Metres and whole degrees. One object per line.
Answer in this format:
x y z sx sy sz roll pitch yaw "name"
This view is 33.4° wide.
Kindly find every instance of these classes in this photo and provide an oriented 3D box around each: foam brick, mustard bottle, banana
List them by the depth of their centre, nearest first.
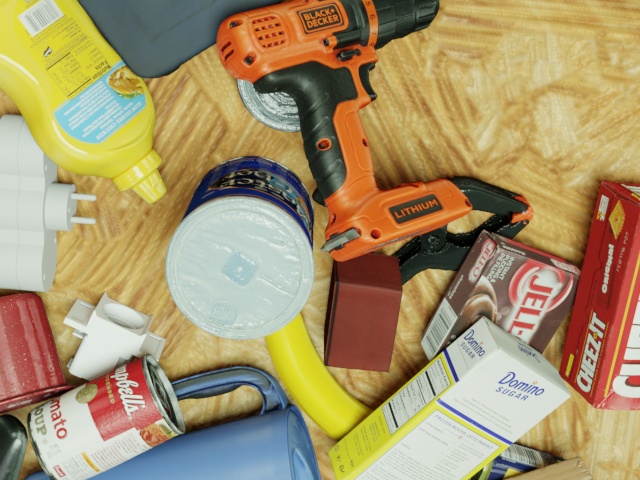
-0.178 -0.107 0.790 0.058 0.096 0.191 -21 111 49 "mustard bottle"
0.032 0.054 0.822 0.051 0.053 0.078 6 119 -3 "foam brick"
0.011 0.119 0.883 0.197 0.037 0.069 42 79 -13 "banana"

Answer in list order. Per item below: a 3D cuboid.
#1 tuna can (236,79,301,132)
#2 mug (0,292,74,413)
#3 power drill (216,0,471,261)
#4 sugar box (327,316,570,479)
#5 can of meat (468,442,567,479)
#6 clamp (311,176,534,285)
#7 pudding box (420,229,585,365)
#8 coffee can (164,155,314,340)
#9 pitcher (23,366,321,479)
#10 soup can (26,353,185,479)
-0.021 -0.126 0.811 0.086 0.034 0.086 0 106 0 "tuna can"
-0.256 0.094 0.848 0.093 0.117 0.081 -12 80 -36 "mug"
0.036 -0.091 0.754 0.184 0.057 0.188 -20 84 -29 "power drill"
0.099 0.145 0.841 0.093 0.048 0.176 34 110 -32 "sugar box"
0.157 0.219 0.899 0.084 0.057 0.102 19 106 -8 "can of meat"
0.082 0.003 0.846 0.171 0.039 0.120 -5 123 0 "clamp"
0.144 0.056 0.844 0.090 0.039 0.114 18 114 -23 "pudding box"
-0.055 0.001 0.792 0.103 0.140 0.103 0 106 0 "coffee can"
-0.121 0.210 0.869 0.243 0.149 0.145 -12 127 7 "pitcher"
-0.165 0.139 0.823 0.102 0.068 0.068 -25 105 1 "soup can"
